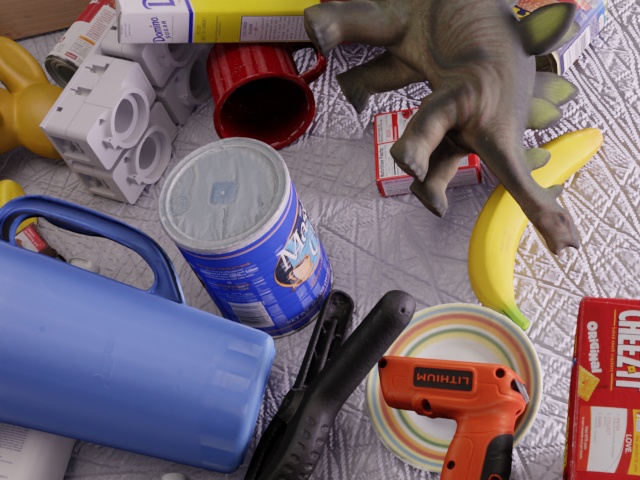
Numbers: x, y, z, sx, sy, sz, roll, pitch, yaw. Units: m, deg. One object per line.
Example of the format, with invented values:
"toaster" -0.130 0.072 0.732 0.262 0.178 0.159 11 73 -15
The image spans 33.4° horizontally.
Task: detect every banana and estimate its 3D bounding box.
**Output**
"banana" 0.164 -0.018 0.854 0.070 0.037 0.197 23 67 9

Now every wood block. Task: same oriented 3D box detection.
"wood block" -0.273 -0.290 1.135 0.206 0.090 0.090 -11 54 11

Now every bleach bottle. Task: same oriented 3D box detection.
"bleach bottle" -0.230 0.125 0.866 0.103 0.068 0.250 7 57 17

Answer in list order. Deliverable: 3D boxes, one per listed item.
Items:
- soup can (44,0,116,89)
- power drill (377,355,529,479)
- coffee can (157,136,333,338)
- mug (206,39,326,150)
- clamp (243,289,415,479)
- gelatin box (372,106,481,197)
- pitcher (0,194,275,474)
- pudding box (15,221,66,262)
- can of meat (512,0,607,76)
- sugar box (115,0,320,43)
"soup can" -0.220 -0.197 1.071 0.069 0.068 0.102 20 66 28
"power drill" 0.065 0.176 0.729 0.185 0.057 0.187 2 70 18
"coffee can" -0.056 0.001 0.843 0.103 0.140 0.103 -8 56 12
"mug" -0.048 -0.146 0.968 0.117 0.093 0.081 -30 48 13
"clamp" -0.004 0.120 0.766 0.036 0.165 0.210 31 74 -10
"gelatin box" 0.091 -0.079 0.919 0.089 0.030 0.073 -9 57 12
"pitcher" -0.158 0.078 0.788 0.243 0.149 0.145 16 37 -2
"pudding box" -0.265 0.029 0.912 0.090 0.114 0.039 -41 95 -11
"can of meat" 0.191 -0.193 0.947 0.102 0.057 0.084 30 68 31
"sugar box" -0.093 -0.221 0.944 0.176 0.048 0.093 -2 55 -12
